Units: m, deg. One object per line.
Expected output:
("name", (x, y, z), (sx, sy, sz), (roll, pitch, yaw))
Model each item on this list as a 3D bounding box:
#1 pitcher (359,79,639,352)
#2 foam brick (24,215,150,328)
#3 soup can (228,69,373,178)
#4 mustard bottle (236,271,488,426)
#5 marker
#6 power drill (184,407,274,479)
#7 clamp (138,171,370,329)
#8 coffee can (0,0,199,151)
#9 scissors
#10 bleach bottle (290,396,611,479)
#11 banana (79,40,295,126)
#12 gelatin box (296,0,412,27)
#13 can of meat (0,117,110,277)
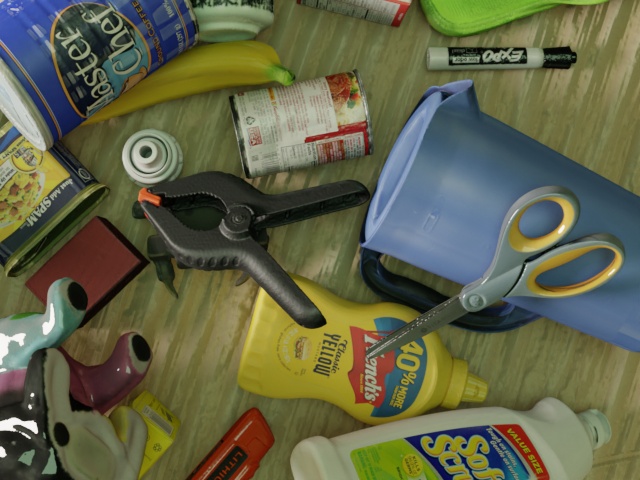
("pitcher", (0.155, -0.001, 0.815), (0.242, 0.149, 0.145), (25, 72, -5))
("foam brick", (-0.180, 0.025, 0.825), (0.078, 0.053, 0.051), (-44, 91, -3))
("soup can", (-0.015, -0.090, 0.829), (0.102, 0.068, 0.068), (-12, 89, -3))
("mustard bottle", (0.037, 0.093, 0.832), (0.191, 0.058, 0.096), (16, 95, -3))
("marker", (0.147, -0.147, 0.863), (0.121, 0.020, 0.020), (-1, 89, -3))
("power drill", (-0.009, 0.218, 0.824), (0.187, 0.057, 0.184), (43, 76, 1))
("clamp", (-0.055, 0.001, 0.789), (0.171, 0.039, 0.120), (6, 59, 10))
("coffee can", (-0.173, -0.146, 0.770), (0.140, 0.103, 0.103), (-39, 91, -17))
("scissors", (0.110, 0.022, 0.752), (0.202, 0.016, 0.096), (-17, 117, 15))
("bleach bottle", (0.110, 0.167, 0.808), (0.250, 0.068, 0.102), (-13, 74, -24))
("banana", (-0.114, -0.124, 0.826), (0.198, 0.069, 0.037), (-11, 109, 10))
("gelatin box", (0.027, -0.198, 0.831), (0.089, 0.073, 0.030), (14, 87, -2))
("can of meat", (-0.229, -0.036, 0.823), (0.102, 0.057, 0.084), (-44, 89, -3))
